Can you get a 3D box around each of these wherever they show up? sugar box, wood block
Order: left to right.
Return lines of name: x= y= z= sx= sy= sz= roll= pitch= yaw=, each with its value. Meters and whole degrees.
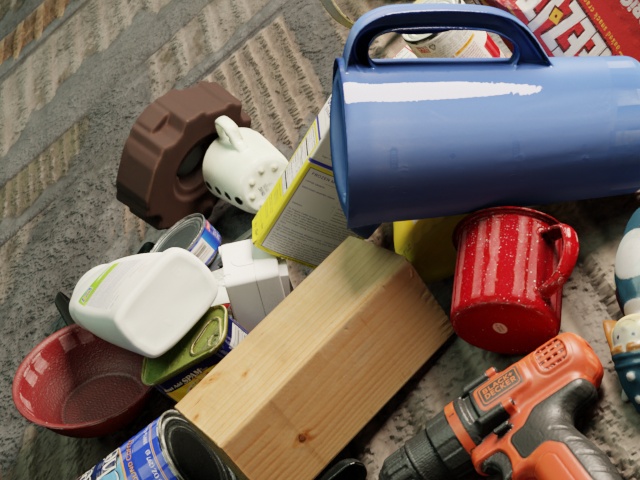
wood block: x=-0.003 y=0.104 z=0.864 sx=0.206 sy=0.090 sz=0.090 roll=-44 pitch=29 yaw=-14
sugar box: x=0.016 y=-0.052 z=0.962 sx=0.176 sy=0.093 sz=0.048 roll=-56 pitch=25 yaw=31

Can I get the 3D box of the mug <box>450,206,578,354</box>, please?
mug: x=0.149 y=0.029 z=0.803 sx=0.117 sy=0.093 sz=0.081 roll=-33 pitch=37 yaw=47

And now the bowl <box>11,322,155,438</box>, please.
bowl: x=-0.231 y=0.151 z=1.101 sx=0.162 sy=0.055 sz=0.162 roll=-7 pitch=37 yaw=5

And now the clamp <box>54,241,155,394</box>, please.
clamp: x=-0.251 y=0.099 z=1.226 sx=0.165 sy=0.036 sz=0.210 roll=-33 pitch=37 yaw=21

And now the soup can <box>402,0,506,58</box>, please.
soup can: x=0.134 y=-0.184 z=1.041 sx=0.069 sy=0.102 sz=0.068 roll=-30 pitch=36 yaw=24

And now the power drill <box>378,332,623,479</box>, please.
power drill: x=0.131 y=0.166 z=0.709 sx=0.184 sy=0.057 sz=0.188 roll=-38 pitch=34 yaw=12

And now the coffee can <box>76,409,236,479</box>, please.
coffee can: x=-0.156 y=0.228 z=0.922 sx=0.140 sy=0.102 sz=0.103 roll=-37 pitch=34 yaw=13

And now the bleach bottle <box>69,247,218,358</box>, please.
bleach bottle: x=-0.191 y=0.053 z=1.058 sx=0.102 sy=0.068 sz=0.251 roll=-49 pitch=21 yaw=-16

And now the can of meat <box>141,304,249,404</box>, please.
can of meat: x=-0.101 y=0.119 z=0.995 sx=0.102 sy=0.083 sz=0.057 roll=-30 pitch=35 yaw=23

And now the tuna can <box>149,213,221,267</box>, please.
tuna can: x=-0.151 y=0.012 z=1.181 sx=0.086 sy=0.033 sz=0.086 roll=-33 pitch=27 yaw=19

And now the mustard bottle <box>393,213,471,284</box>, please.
mustard bottle: x=0.099 y=-0.050 z=0.976 sx=0.096 sy=0.058 sz=0.191 roll=-42 pitch=33 yaw=19

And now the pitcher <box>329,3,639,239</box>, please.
pitcher: x=0.128 y=-0.092 z=0.824 sx=0.242 sy=0.149 sz=0.145 roll=-4 pitch=73 yaw=-2
